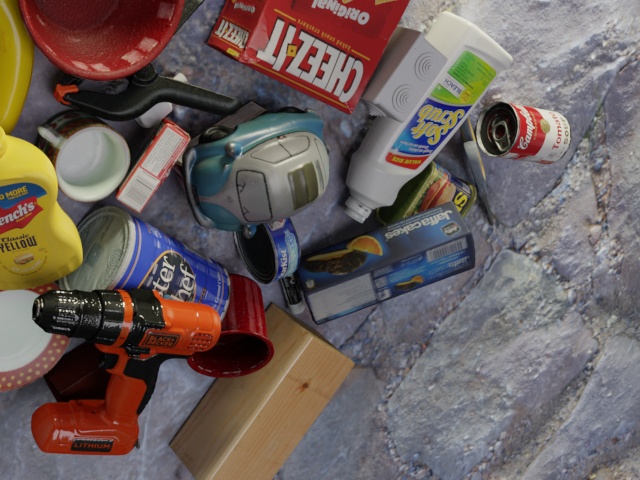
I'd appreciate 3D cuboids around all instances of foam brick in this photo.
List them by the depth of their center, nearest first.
[{"bbox_3d":[-0.239,0.143,1.106,0.078,0.051,0.053,-32,128,-20],"label":"foam brick"}]

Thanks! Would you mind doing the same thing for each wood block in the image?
[{"bbox_3d":[-0.067,0.191,1.236,0.090,0.090,0.206,36,90,-42],"label":"wood block"}]

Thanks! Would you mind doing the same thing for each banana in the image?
[{"bbox_3d":[-0.286,-0.142,0.928,0.069,0.037,0.198,6,110,-15],"label":"banana"}]

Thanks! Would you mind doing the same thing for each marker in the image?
[{"bbox_3d":[-0.041,0.034,1.218,0.020,0.020,0.121,-32,129,-20],"label":"marker"}]

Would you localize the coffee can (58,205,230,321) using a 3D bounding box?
[{"bbox_3d":[-0.174,0.040,1.064,0.140,0.103,0.103,32,92,-43],"label":"coffee can"}]

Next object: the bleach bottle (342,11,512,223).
[{"bbox_3d":[0.110,-0.129,1.215,0.102,0.068,0.251,28,98,-42],"label":"bleach bottle"}]

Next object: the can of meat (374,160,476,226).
[{"bbox_3d":[0.125,-0.044,1.276,0.083,0.058,0.102,29,95,-41],"label":"can of meat"}]

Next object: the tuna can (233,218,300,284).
[{"bbox_3d":[-0.057,0.001,1.142,0.033,0.086,0.086,-21,125,-29],"label":"tuna can"}]

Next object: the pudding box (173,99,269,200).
[{"bbox_3d":[-0.091,-0.078,1.106,0.113,0.039,0.090,-36,129,-19],"label":"pudding box"}]

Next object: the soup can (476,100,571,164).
[{"bbox_3d":[0.251,-0.132,1.314,0.102,0.069,0.068,4,111,-38],"label":"soup can"}]

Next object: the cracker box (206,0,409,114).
[{"bbox_3d":[0.009,-0.253,1.062,0.163,0.072,0.214,19,102,-43],"label":"cracker box"}]

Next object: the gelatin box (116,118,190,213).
[{"bbox_3d":[-0.161,-0.073,1.029,0.030,0.073,0.089,34,92,-14],"label":"gelatin box"}]

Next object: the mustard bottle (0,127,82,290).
[{"bbox_3d":[-0.277,-0.036,0.938,0.096,0.058,0.191,-12,140,-5],"label":"mustard bottle"}]

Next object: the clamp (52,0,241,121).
[{"bbox_3d":[-0.158,-0.148,0.990,0.171,0.039,0.120,-28,87,-18],"label":"clamp"}]

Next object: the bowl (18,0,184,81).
[{"bbox_3d":[-0.198,-0.223,0.925,0.161,0.055,0.162,-16,116,-36],"label":"bowl"}]

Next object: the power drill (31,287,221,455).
[{"bbox_3d":[-0.207,0.124,1.009,0.184,0.057,0.188,11,126,-34],"label":"power drill"}]

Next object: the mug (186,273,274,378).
[{"bbox_3d":[-0.104,0.096,1.151,0.093,0.081,0.117,10,139,-24],"label":"mug"}]

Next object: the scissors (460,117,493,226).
[{"bbox_3d":[0.194,-0.090,1.320,0.016,0.096,0.201,-14,161,10],"label":"scissors"}]
